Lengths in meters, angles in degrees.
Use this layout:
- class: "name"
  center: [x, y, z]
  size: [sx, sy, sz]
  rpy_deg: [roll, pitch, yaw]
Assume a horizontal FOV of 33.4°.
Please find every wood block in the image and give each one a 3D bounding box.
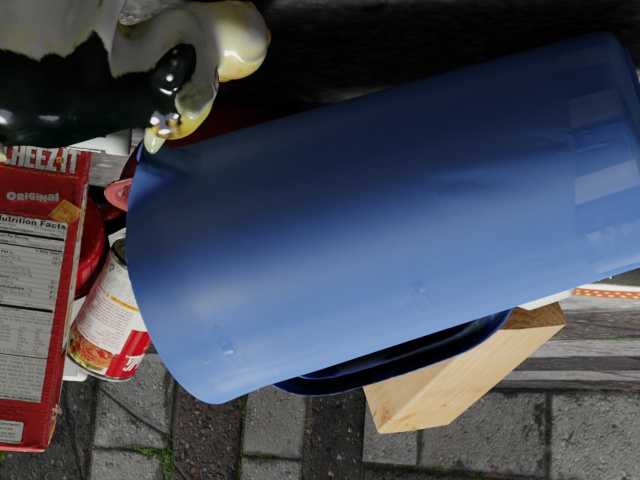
- class: "wood block"
  center: [0.124, 0.094, 1.002]
  size: [0.090, 0.091, 0.206]
  rpy_deg: [-1, 147, -30]

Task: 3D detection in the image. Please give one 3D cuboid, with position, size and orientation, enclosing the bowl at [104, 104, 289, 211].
- class: "bowl"
  center: [-0.052, -0.046, 0.671]
  size: [0.162, 0.055, 0.162]
  rpy_deg: [4, 169, 1]

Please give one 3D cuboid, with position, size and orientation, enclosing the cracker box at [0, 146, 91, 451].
- class: "cracker box"
  center: [-0.212, 0.040, 0.760]
  size: [0.072, 0.213, 0.164]
  rpy_deg: [8, 169, -12]

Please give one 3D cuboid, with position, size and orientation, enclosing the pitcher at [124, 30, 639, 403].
- class: "pitcher"
  center: [0.042, -0.006, 0.520]
  size: [0.243, 0.145, 0.149]
  rpy_deg: [-16, 174, 16]

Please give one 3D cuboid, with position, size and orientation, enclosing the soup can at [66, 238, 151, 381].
- class: "soup can"
  center: [-0.165, 0.058, 0.896]
  size: [0.068, 0.102, 0.068]
  rpy_deg: [27, -164, -9]

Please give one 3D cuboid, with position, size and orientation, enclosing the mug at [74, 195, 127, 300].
- class: "mug"
  center: [-0.212, -0.003, 0.901]
  size: [0.117, 0.093, 0.082]
  rpy_deg: [-21, 171, -16]
